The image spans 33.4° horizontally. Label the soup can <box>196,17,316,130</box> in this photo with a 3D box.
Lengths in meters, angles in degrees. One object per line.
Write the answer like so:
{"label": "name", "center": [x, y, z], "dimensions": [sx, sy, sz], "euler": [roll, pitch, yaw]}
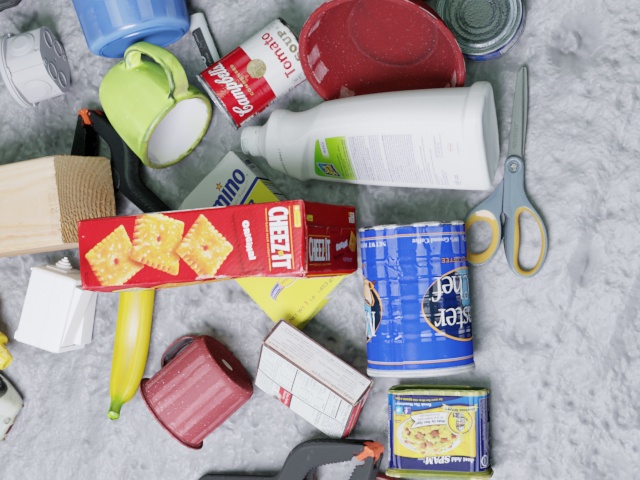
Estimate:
{"label": "soup can", "center": [-0.063, -0.166, 1.062], "dimensions": [0.102, 0.068, 0.068], "euler": [-36, 81, -2]}

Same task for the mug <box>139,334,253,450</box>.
{"label": "mug", "center": [-0.127, 0.143, 1.087], "dimensions": [0.081, 0.093, 0.117], "euler": [-41, 43, 7]}

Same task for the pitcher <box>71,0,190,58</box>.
{"label": "pitcher", "center": [-0.222, -0.313, 1.095], "dimensions": [0.145, 0.149, 0.243], "euler": [-16, 89, -5]}

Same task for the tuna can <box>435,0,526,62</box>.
{"label": "tuna can", "center": [0.154, -0.217, 1.029], "dimensions": [0.086, 0.033, 0.086], "euler": [0, 90, 16]}

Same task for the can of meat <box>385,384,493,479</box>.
{"label": "can of meat", "center": [0.114, 0.183, 1.029], "dimensions": [0.102, 0.057, 0.084], "euler": [-1, 88, 16]}

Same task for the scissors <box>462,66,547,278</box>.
{"label": "scissors", "center": [0.170, -0.061, 1.034], "dimensions": [0.096, 0.016, 0.202], "euler": [-11, 87, 15]}

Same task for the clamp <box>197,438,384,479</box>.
{"label": "clamp", "center": [-0.015, 0.269, 1.057], "dimensions": [0.210, 0.036, 0.164], "euler": [-34, 79, 24]}

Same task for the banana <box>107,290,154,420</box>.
{"label": "banana", "center": [-0.193, 0.084, 1.109], "dimensions": [0.037, 0.070, 0.198], "euler": [6, 92, -12]}

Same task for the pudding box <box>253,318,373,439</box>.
{"label": "pudding box", "center": [-0.009, 0.138, 1.046], "dimensions": [0.113, 0.090, 0.039], "euler": [32, 56, 12]}

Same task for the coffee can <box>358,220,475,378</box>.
{"label": "coffee can", "center": [0.091, 0.055, 1.011], "dimensions": [0.103, 0.102, 0.140], "euler": [-4, 89, 15]}

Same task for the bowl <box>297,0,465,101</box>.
{"label": "bowl", "center": [0.063, -0.184, 1.017], "dimensions": [0.162, 0.162, 0.055], "euler": [8, 50, 15]}

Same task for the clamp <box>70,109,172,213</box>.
{"label": "clamp", "center": [-0.210, -0.060, 1.128], "dimensions": [0.120, 0.039, 0.171], "euler": [-12, 91, 15]}

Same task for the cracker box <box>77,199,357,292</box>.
{"label": "cracker box", "center": [-0.089, 0.007, 0.982], "dimensions": [0.214, 0.164, 0.072], "euler": [-4, 89, 18]}

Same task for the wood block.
{"label": "wood block", "center": [-0.323, -0.030, 1.112], "dimensions": [0.206, 0.090, 0.090], "euler": [-7, 89, 27]}

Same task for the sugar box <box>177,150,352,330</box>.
{"label": "sugar box", "center": [-0.057, 0.001, 1.082], "dimensions": [0.176, 0.048, 0.093], "euler": [45, 101, 10]}

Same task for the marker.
{"label": "marker", "center": [-0.109, -0.179, 1.110], "dimensions": [0.020, 0.020, 0.121], "euler": [-23, 84, 14]}

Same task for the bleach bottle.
{"label": "bleach bottle", "center": [0.040, -0.101, 1.026], "dimensions": [0.251, 0.068, 0.102], "euler": [3, 133, 21]}
